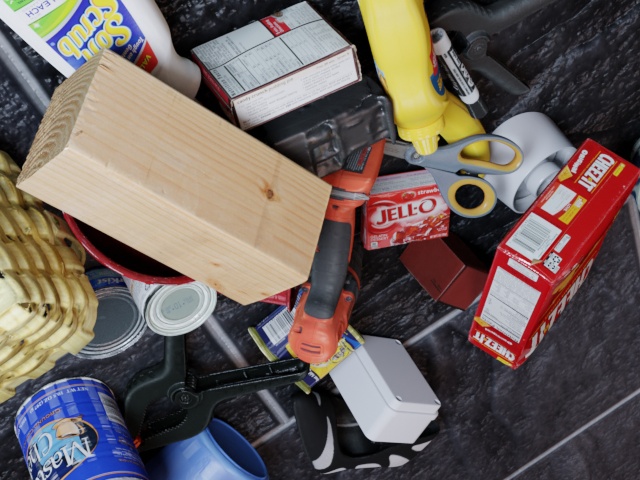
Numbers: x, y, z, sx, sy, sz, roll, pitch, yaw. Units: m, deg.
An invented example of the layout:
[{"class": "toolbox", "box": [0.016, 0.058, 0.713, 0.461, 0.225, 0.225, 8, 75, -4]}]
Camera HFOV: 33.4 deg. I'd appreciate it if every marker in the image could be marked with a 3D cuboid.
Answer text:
[{"class": "marker", "box": [0.125, -0.148, 0.963, 0.020, 0.020, 0.121, -40, 140, 4]}]

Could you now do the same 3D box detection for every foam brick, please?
[{"class": "foam brick", "box": [0.132, 0.028, 1.126, 0.051, 0.078, 0.053, 18, 116, -44]}]

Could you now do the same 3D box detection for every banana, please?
[{"class": "banana", "box": [0.115, -0.110, 1.029, 0.070, 0.037, 0.197, -29, 142, 34]}]

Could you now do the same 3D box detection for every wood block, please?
[{"class": "wood block", "box": [-0.104, -0.041, 0.795, 0.205, 0.090, 0.090, 30, 149, -27]}]

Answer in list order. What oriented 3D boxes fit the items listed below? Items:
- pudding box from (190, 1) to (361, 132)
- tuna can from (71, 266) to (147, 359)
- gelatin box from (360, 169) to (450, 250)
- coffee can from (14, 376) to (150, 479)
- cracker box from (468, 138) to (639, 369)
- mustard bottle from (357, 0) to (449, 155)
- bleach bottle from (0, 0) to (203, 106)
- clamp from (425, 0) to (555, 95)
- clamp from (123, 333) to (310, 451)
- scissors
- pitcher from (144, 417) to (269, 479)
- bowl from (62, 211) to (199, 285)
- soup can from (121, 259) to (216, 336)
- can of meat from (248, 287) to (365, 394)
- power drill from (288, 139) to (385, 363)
[{"class": "pudding box", "box": [-0.037, -0.142, 0.862, 0.113, 0.090, 0.039, -27, 136, -11]}, {"class": "tuna can", "box": [-0.202, 0.066, 0.980, 0.086, 0.034, 0.086, -17, 134, -19]}, {"class": "gelatin box", "box": [0.084, -0.032, 1.066, 0.089, 0.030, 0.073, -10, 133, -8]}, {"class": "coffee can", "box": [-0.224, 0.214, 1.017, 0.102, 0.140, 0.103, -17, 134, -19]}, {"class": "cracker box", "box": [0.239, 0.020, 1.108, 0.164, 0.072, 0.214, -47, 161, -23]}, {"class": "mustard bottle", "box": [0.068, -0.157, 0.881, 0.058, 0.096, 0.191, -13, 121, 7]}, {"class": "bleach bottle", "box": [-0.159, -0.162, 0.787, 0.103, 0.068, 0.250, -34, 140, 10]}, {"class": "clamp", "box": [0.141, -0.177, 0.982, 0.171, 0.039, 0.120, -11, 127, -16]}, {"class": "clamp", "box": [-0.123, 0.147, 1.066, 0.164, 0.036, 0.210, 28, 120, -17]}, {"class": "scissors", "box": [0.095, -0.065, 1.015, 0.201, 0.016, 0.096, -1, 119, -11]}, {"class": "pitcher", "box": [-0.174, 0.305, 1.135, 0.243, 0.149, 0.145, -47, 118, 6]}, {"class": "bowl", "box": [-0.146, -0.029, 0.871, 0.161, 0.162, 0.055, 2, 156, -34]}, {"class": "soup can", "box": [-0.139, 0.026, 0.935, 0.068, 0.102, 0.068, -18, 134, -19]}, {"class": "can of meat", "box": [-0.012, 0.100, 1.114, 0.084, 0.057, 0.102, -40, 137, 2]}, {"class": "power drill", "box": [0.018, -0.006, 0.976, 0.057, 0.184, 0.188, 10, 122, 5]}]
